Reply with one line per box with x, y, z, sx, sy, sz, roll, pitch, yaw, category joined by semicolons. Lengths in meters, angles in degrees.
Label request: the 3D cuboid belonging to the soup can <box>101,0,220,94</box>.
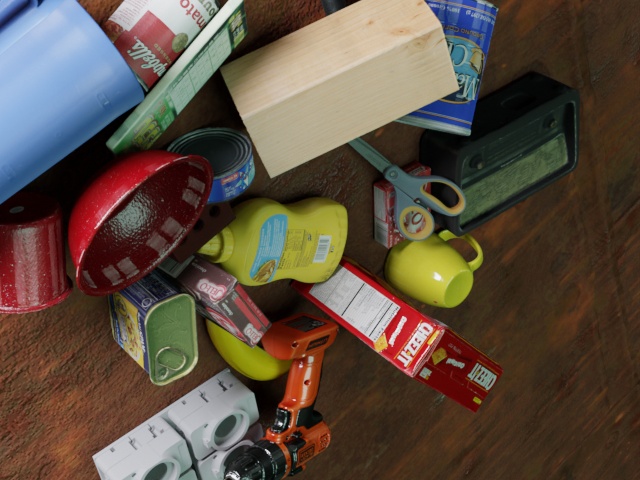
-0.146;-0.189;0.942;0.102;0.069;0.068;-50;140;-8;soup can

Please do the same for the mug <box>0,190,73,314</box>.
-0.279;0.007;0.939;0.117;0.093;0.081;1;115;-4;mug

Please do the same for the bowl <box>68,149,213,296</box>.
-0.172;-0.027;0.961;0.162;0.055;0.162;-43;162;-18;bowl

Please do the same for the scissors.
0.079;-0.061;1.246;0.201;0.016;0.096;21;112;-24;scissors

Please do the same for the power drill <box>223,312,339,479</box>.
-0.043;0.187;1.230;0.184;0.057;0.188;-18;121;-57;power drill

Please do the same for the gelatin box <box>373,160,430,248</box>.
0.101;-0.044;1.309;0.073;0.030;0.089;-27;133;-29;gelatin box

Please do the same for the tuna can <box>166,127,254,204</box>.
-0.107;-0.073;1.043;0.086;0.086;0.034;-31;136;-26;tuna can

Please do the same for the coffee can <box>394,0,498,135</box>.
0.127;-0.192;1.158;0.102;0.103;0.140;6;98;-46;coffee can

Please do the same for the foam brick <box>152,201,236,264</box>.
-0.136;-0.026;1.072;0.078;0.051;0.053;-41;138;-16;foam brick

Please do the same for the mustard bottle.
-0.058;0.001;1.162;0.191;0.058;0.096;-2;116;-44;mustard bottle

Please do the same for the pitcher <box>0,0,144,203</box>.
-0.273;-0.097;0.835;0.242;0.145;0.149;-42;107;-11;pitcher

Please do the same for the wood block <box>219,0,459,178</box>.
0.018;-0.159;1.048;0.206;0.090;0.090;-26;137;0;wood block

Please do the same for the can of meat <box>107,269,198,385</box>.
-0.172;0.082;1.085;0.057;0.084;0.102;-24;131;-32;can of meat

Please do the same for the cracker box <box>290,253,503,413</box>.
0.091;0.101;1.253;0.072;0.214;0.164;-56;140;0;cracker box

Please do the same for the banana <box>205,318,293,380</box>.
-0.083;0.121;1.240;0.197;0.037;0.069;36;67;-52;banana

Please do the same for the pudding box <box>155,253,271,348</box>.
-0.113;0.055;1.101;0.039;0.114;0.090;-48;139;-14;pudding box
